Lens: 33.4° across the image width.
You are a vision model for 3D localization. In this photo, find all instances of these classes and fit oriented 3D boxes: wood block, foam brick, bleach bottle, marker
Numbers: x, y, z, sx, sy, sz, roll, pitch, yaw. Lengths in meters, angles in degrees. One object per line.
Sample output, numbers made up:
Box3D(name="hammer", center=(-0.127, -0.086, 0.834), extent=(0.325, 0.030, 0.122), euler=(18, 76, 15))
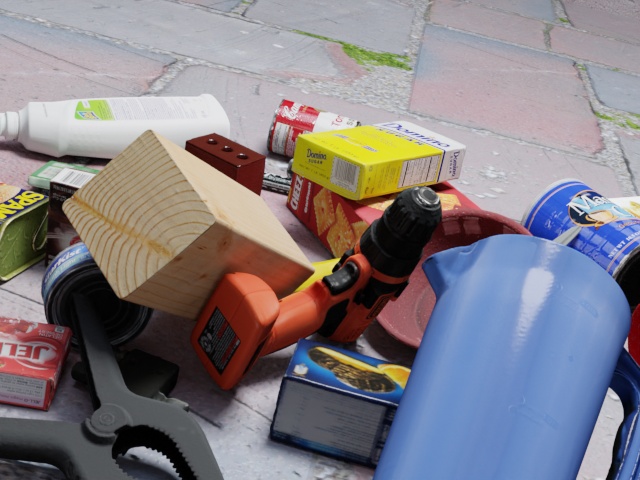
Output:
Box3D(name="wood block", center=(-0.094, 0.002, 0.829), extent=(0.091, 0.090, 0.206), euler=(54, 9, 20))
Box3D(name="foam brick", center=(-0.107, -0.077, 1.171), extent=(0.078, 0.051, 0.052), euler=(26, 28, 26))
Box3D(name="bleach bottle", center=(-0.235, -0.129, 1.206), extent=(0.250, 0.068, 0.103), euler=(0, 27, -23))
Box3D(name="marker", center=(-0.056, -0.068, 1.215), extent=(0.121, 0.020, 0.020), euler=(14, 24, 2))

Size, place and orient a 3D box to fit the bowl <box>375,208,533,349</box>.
Box3D(name="bowl", center=(0.125, 0.048, 0.964), extent=(0.162, 0.055, 0.162), euler=(-9, 49, 10))

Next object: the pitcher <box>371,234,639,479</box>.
Box3D(name="pitcher", center=(0.116, 0.127, 0.676), extent=(0.149, 0.145, 0.242), euler=(2, 45, 30))

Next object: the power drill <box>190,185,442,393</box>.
Box3D(name="power drill", center=(0.000, 0.039, 0.842), extent=(0.187, 0.185, 0.057), euler=(-18, 60, -39))

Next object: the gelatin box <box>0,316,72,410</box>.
Box3D(name="gelatin box", center=(-0.233, 0.085, 0.781), extent=(0.089, 0.030, 0.073), euler=(10, 25, -6))

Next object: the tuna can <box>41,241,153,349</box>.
Box3D(name="tuna can", center=(-0.173, 0.044, 0.833), extent=(0.086, 0.086, 0.034), euler=(4, 27, -20))

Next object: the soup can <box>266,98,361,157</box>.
Box3D(name="soup can", center=(-0.008, -0.128, 1.312), extent=(0.102, 0.068, 0.068), euler=(17, 25, 7))

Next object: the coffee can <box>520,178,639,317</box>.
Box3D(name="coffee can", center=(0.292, 0.010, 1.124), extent=(0.102, 0.103, 0.140), euler=(-3, 29, -32))

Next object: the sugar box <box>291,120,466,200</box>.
Box3D(name="sugar box", center=(0.064, -0.087, 1.114), extent=(0.093, 0.048, 0.175), euler=(28, 30, 34))

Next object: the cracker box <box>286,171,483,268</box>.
Box3D(name="cracker box", center=(0.081, -0.022, 1.123), extent=(0.164, 0.072, 0.214), euler=(1, 26, -27))

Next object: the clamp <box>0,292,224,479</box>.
Box3D(name="clamp", center=(-0.152, 0.131, 0.698), extent=(0.210, 0.036, 0.164), euler=(36, 47, 22))

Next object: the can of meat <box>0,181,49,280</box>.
Box3D(name="can of meat", center=(-0.288, -0.014, 0.937), extent=(0.084, 0.057, 0.102), euler=(16, 24, 14))

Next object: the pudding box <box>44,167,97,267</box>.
Box3D(name="pudding box", center=(-0.181, -0.008, 0.933), extent=(0.113, 0.090, 0.039), euler=(16, 30, 6))
